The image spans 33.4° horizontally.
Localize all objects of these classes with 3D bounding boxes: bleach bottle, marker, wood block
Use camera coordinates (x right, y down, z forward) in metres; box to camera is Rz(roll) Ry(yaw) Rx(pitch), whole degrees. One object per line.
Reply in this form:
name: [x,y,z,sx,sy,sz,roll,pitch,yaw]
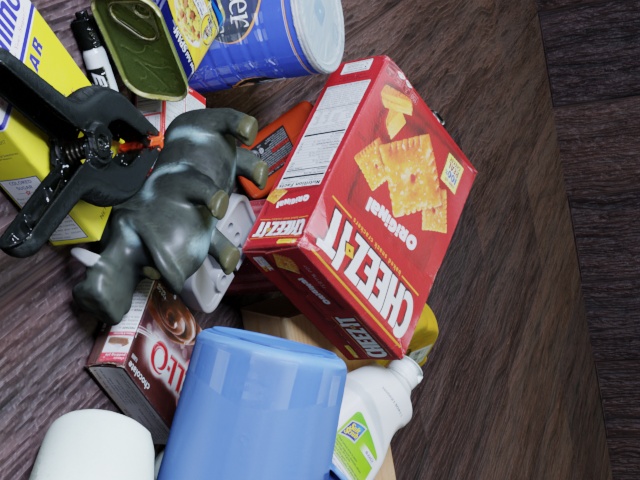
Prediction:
bleach bottle: [0.004,0.199,0.916,0.250,0.068,0.102,-44,120,-25]
marker: [-0.162,-0.114,0.805,0.020,0.020,0.121,-52,132,-59]
wood block: [0.000,0.156,1.001,0.090,0.090,0.206,-15,101,-31]

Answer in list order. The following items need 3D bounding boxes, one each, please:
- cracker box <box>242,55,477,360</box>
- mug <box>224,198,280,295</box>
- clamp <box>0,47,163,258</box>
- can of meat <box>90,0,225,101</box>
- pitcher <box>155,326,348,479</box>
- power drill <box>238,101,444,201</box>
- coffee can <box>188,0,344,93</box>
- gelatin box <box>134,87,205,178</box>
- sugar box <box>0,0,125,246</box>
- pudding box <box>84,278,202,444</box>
cracker box: [0.043,-0.028,0.927,0.164,0.072,0.213,47,53,-34]
mug: [-0.056,0.001,0.952,0.117,0.082,0.093,-53,133,-59]
clamp: [-0.153,-0.048,0.667,0.171,0.039,0.120,4,87,-64]
can of meat: [-0.118,-0.171,0.802,0.102,0.057,0.084,73,34,-49]
pitcher: [-0.047,0.190,0.734,0.149,0.145,0.243,14,88,-38]
power drill: [0.017,-0.082,1.051,0.187,0.185,0.057,12,46,-59]
coffee can: [-0.063,-0.182,0.904,0.102,0.140,0.103,-6,90,-68]
gelatin box: [-0.124,-0.086,0.878,0.073,0.030,0.089,29,59,-65]
sugar box: [-0.190,-0.086,0.693,0.176,0.048,0.093,61,32,-46]
pudding box: [-0.126,0.091,0.814,0.113,0.039,0.090,61,32,-43]
